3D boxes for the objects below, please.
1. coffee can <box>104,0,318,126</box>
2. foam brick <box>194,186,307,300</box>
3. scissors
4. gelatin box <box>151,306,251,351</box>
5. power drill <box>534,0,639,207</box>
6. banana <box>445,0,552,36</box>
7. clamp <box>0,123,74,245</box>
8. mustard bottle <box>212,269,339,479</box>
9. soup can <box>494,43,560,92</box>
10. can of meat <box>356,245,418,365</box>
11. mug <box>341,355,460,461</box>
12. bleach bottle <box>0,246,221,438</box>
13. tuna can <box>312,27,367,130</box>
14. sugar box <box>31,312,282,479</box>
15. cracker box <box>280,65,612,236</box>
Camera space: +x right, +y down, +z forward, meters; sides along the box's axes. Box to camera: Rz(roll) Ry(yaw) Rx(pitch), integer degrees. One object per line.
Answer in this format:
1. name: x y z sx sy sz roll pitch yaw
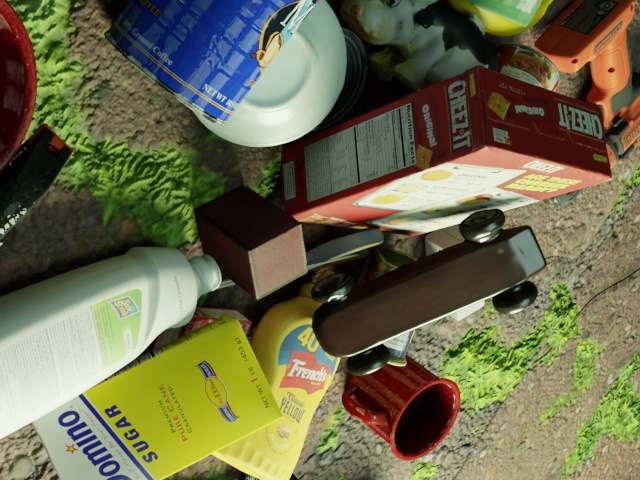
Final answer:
1. coffee can: -0.063 -0.164 0.721 0.140 0.103 0.102 -51 137 8
2. foam brick: -0.056 0.001 0.858 0.051 0.078 0.053 -30 133 -26
3. scissors: -0.029 0.020 0.900 0.201 0.096 0.016 -12 80 -38
4. gelatin box: -0.107 0.101 0.906 0.073 0.030 0.089 9 108 -44
5. power drill: 0.272 -0.145 1.080 0.184 0.057 0.187 -47 139 -16
6. banana: 0.141 -0.223 0.933 0.197 0.037 0.069 13 89 -46
7. clamp: -0.221 -0.005 0.685 0.171 0.120 0.039 -51 121 -11
8. mustard bottle: -0.028 0.113 0.944 0.096 0.058 0.191 40 68 -43
9. soup can: 0.167 -0.119 0.974 0.102 0.069 0.068 -59 139 -19
10. can of meat: 0.061 0.057 0.980 0.057 0.102 0.084 19 100 -9
11. mug: 0.070 0.160 1.061 0.117 0.082 0.093 -4 117 -40
12. bleach bottle: -0.184 0.073 0.799 0.250 0.068 0.102 -23 128 -33
13. tuna can: -0.006 -0.134 0.854 0.086 0.034 0.086 -21 127 -32
14. sugar box: -0.129 0.137 0.845 0.176 0.048 0.093 -27 99 -14
15. cracker box: 0.097 -0.064 0.864 0.163 0.214 0.072 7 72 -43
